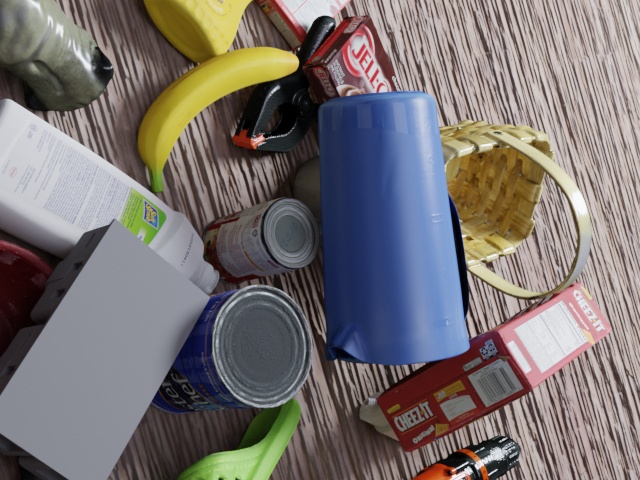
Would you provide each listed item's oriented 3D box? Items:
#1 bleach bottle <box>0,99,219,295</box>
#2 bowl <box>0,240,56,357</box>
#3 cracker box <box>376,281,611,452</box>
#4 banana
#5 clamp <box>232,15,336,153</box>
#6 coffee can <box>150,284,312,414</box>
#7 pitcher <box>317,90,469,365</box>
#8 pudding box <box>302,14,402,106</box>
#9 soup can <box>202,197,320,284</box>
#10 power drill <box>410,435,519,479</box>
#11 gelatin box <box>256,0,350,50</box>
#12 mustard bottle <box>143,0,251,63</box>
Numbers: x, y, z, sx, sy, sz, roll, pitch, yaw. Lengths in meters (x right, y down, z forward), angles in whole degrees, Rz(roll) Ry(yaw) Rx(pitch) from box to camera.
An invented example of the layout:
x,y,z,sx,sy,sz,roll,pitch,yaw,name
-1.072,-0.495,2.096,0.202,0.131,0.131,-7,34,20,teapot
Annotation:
x,y,z,sx,sy,sz,roll,pitch,yaw,name
-0.193,-0.014,0.924,0.250,0.068,0.102,35,61,-31,bleach bottle
-0.274,0.081,0.843,0.161,0.055,0.162,9,76,-38,bowl
0.181,0.126,1.096,0.213,0.164,0.072,-19,76,-53,cracker box
-0.107,-0.134,1.012,0.197,0.037,0.069,-43,126,-15,banana
-0.020,-0.137,1.098,0.171,0.039,0.120,-48,125,-25,clamp
-0.089,0.098,0.932,0.102,0.141,0.103,9,76,-37,coffee can
0.068,-0.011,0.982,0.145,0.149,0.243,-5,93,1,pitcher
0.037,-0.161,1.100,0.090,0.039,0.113,-53,134,-31,pudding box
-0.057,0.001,1.003,0.068,0.102,0.068,9,75,-37,soup can
0.168,0.319,1.150,0.184,0.057,0.187,-18,90,-36,power drill
-0.019,-0.258,1.132,0.073,0.030,0.089,51,58,-19,gelatin box
-0.095,-0.273,1.056,0.096,0.058,0.191,48,54,-32,mustard bottle
